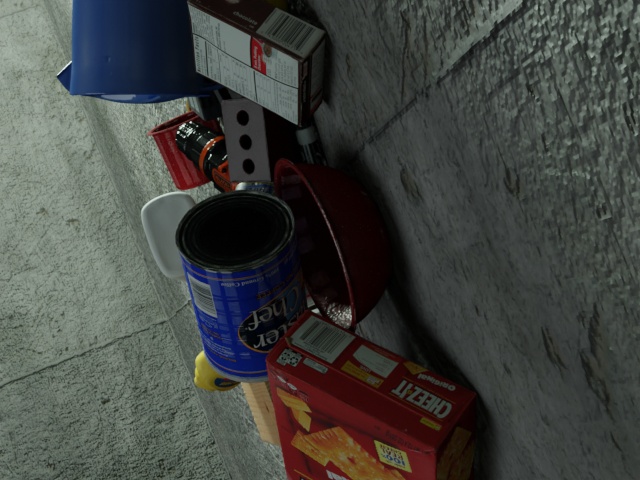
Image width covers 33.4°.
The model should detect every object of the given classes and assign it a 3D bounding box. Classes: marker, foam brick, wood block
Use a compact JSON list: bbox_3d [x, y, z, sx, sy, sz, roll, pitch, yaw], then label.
[{"bbox_3d":[-0.007,-0.072,0.963,0.020,0.020,0.121,-143,34,-65],"label":"marker"},{"bbox_3d":[-0.052,-0.093,0.967,0.053,0.051,0.078,2,103,38],"label":"foam brick"},{"bbox_3d":[-0.030,0.194,1.299,0.206,0.090,0.091,146,104,-76],"label":"wood block"}]

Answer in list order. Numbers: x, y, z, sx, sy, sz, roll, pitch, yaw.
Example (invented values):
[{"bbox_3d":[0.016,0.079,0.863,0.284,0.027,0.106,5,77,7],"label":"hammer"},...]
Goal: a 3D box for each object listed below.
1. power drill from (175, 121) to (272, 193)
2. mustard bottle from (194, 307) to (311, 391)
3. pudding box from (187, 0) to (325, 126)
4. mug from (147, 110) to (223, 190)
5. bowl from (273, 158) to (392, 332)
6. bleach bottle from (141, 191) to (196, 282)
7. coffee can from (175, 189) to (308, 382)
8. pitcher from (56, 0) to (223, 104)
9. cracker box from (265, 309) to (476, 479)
[{"bbox_3d":[-0.093,-0.033,1.210,0.185,0.057,0.187,37,151,42],"label":"power drill"},{"bbox_3d":[-0.094,0.135,1.272,0.192,0.096,0.058,-36,75,42],"label":"mustard bottle"},{"bbox_3d":[-0.052,-0.153,0.871,0.113,0.039,0.090,31,154,15],"label":"pudding box"},{"bbox_3d":[-0.158,-0.117,1.342,0.117,0.093,0.081,-117,4,-75],"label":"mug"},{"bbox_3d":[0.017,-0.002,0.902,0.162,0.055,0.162,159,90,-76],"label":"bowl"},{"bbox_3d":[-0.160,0.005,1.357,0.251,0.068,0.102,53,-162,-84],"label":"bleach bottle"},{"bbox_3d":[-0.064,0.041,0.937,0.103,0.102,0.140,-125,20,-45],"label":"coffee can"},{"bbox_3d":[-0.158,-0.249,0.990,0.145,0.149,0.243,11,103,58],"label":"pitcher"},{"bbox_3d":[0.044,0.179,0.897,0.164,0.072,0.214,24,142,27],"label":"cracker box"}]
